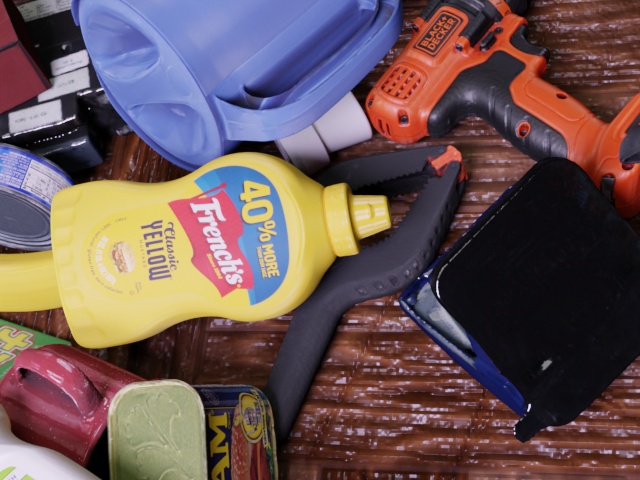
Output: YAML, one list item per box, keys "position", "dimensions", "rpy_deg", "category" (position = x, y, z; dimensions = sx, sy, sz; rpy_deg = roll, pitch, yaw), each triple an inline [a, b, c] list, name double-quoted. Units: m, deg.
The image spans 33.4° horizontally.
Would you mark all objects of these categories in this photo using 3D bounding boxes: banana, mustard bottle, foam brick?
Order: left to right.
- position: [-0.222, -0.131, 0.709]
  dimensions: [0.051, 0.053, 0.078]
  rpy_deg: [-27, 58, -2]
  category: "foam brick"
- position: [-0.211, 0.016, 0.684]
  dimensions: [0.198, 0.070, 0.037]
  rpy_deg: [9, 41, 4]
  category: "banana"
- position: [-0.054, 0.001, 0.612]
  dimensions: [0.192, 0.058, 0.096]
  rpy_deg: [-10, 85, 9]
  category: "mustard bottle"

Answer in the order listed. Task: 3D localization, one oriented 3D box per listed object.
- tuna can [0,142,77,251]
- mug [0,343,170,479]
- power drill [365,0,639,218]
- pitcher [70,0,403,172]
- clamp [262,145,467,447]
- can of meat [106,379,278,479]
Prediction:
- position: [-0.201, -0.028, 0.694]
  dimensions: [0.086, 0.086, 0.033]
  rpy_deg: [5, 62, 16]
  category: "tuna can"
- position: [-0.135, 0.100, 0.593]
  dimensions: [0.082, 0.117, 0.093]
  rpy_deg: [19, 57, 28]
  category: "mug"
- position: [0.147, -0.109, 0.670]
  dimensions: [0.188, 0.057, 0.184]
  rpy_deg: [31, 76, 29]
  category: "power drill"
- position: [-0.022, -0.159, 0.683]
  dimensions: [0.242, 0.145, 0.149]
  rpy_deg: [-42, 96, -23]
  category: "pitcher"
- position: [0.004, 0.019, 0.645]
  dimensions: [0.210, 0.036, 0.165]
  rpy_deg: [-29, 60, 2]
  category: "clamp"
- position: [-0.063, 0.125, 0.561]
  dimensions: [0.058, 0.083, 0.102]
  rpy_deg: [-8, 80, 24]
  category: "can of meat"
